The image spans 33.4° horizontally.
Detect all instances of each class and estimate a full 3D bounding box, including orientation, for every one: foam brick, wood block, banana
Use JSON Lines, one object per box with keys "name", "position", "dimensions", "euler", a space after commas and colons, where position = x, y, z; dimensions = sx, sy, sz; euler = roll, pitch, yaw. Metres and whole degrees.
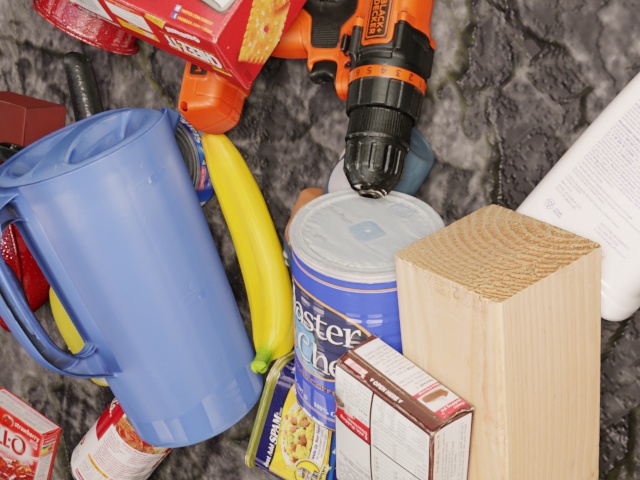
{"name": "foam brick", "position": [-0.275, -0.102, 0.958], "dimensions": [0.078, 0.051, 0.053], "euler": [17, 106, 28]}
{"name": "wood block", "position": [0.114, 0.095, 0.676], "dimensions": [0.090, 0.090, 0.206], "euler": [26, 132, 46]}
{"name": "banana", "position": [-0.051, 0.009, 0.827], "dimensions": [0.037, 0.069, 0.198], "euler": [-18, 73, 7]}

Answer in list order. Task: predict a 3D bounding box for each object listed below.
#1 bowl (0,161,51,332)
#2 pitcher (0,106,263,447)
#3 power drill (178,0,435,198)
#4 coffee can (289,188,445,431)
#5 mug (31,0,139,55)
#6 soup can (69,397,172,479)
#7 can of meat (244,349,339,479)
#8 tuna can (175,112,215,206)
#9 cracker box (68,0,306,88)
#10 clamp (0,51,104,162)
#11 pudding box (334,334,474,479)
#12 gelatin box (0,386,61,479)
{"name": "bowl", "position": [-0.268, -0.003, 0.947], "dimensions": [0.162, 0.055, 0.162], "euler": [32, 128, 52]}
{"name": "pitcher", "position": [-0.139, 0.035, 0.785], "dimensions": [0.149, 0.145, 0.243], "euler": [-19, 112, 6]}
{"name": "power drill", "position": [-0.009, -0.117, 0.757], "dimensions": [0.188, 0.057, 0.184], "euler": [1, 72, 31]}
{"name": "coffee can", "position": [0.031, 0.049, 0.735], "dimensions": [0.103, 0.102, 0.140], "euler": [21, 130, 28]}
{"name": "mug", "position": [-0.182, -0.213, 0.856], "dimensions": [0.117, 0.093, 0.082], "euler": [30, 109, 2]}
{"name": "soup can", "position": [-0.164, 0.173, 0.924], "dimensions": [0.068, 0.068, 0.102], "euler": [49, 120, 16]}
{"name": "can of meat", "position": [-0.002, 0.146, 0.825], "dimensions": [0.084, 0.057, 0.102], "euler": [24, 111, 24]}
{"name": "tuna can", "position": [-0.125, -0.063, 0.881], "dimensions": [0.086, 0.033, 0.086], "euler": [6, 101, 31]}
{"name": "cracker box", "position": [-0.066, -0.231, 0.741], "dimensions": [0.164, 0.072, 0.213], "euler": [27, 78, 25]}
{"name": "clamp", "position": [-0.183, -0.068, 0.873], "dimensions": [0.171, 0.039, 0.120], "euler": [40, 117, 12]}
{"name": "pudding box", "position": [0.050, 0.129, 0.671], "dimensions": [0.090, 0.039, 0.113], "euler": [33, 139, 39]}
{"name": "gelatin box", "position": [-0.297, 0.195, 1.033], "dimensions": [0.089, 0.030, 0.073], "euler": [27, 111, 26]}
